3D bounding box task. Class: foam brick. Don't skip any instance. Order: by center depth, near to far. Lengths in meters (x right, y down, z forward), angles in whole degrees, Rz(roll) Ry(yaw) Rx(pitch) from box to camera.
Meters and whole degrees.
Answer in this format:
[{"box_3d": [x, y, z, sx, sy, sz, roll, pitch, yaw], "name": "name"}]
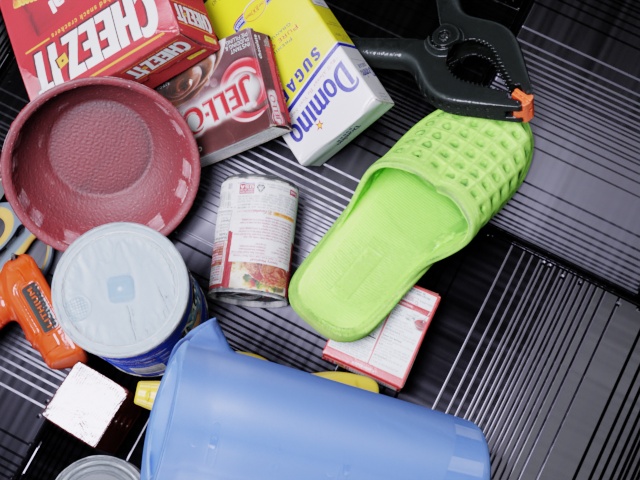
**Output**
[{"box_3d": [-0.183, 0.137, 0.869, 0.051, 0.078, 0.053, 30, 79, 9], "name": "foam brick"}]

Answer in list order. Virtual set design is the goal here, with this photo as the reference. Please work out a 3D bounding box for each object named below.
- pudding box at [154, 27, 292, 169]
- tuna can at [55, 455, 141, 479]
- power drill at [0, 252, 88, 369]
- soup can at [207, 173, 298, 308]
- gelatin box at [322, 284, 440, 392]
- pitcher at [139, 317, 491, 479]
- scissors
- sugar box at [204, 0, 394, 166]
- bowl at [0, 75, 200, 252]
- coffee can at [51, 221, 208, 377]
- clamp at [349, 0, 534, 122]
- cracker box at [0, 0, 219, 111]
[{"box_3d": [-0.086, -0.120, 0.922, 0.114, 0.039, 0.090, -20, 77, 31], "name": "pudding box"}, {"box_3d": [-0.178, 0.220, 0.872, 0.086, 0.034, 0.086, 0, 77, 1], "name": "tuna can"}, {"box_3d": [-0.287, 0.109, 0.860, 0.187, 0.057, 0.184, -28, 79, -15], "name": "power drill"}, {"box_3d": [-0.056, 0.001, 0.905, 0.068, 0.068, 0.102, 5, 76, 2], "name": "soup can"}, {"box_3d": [0.052, 0.073, 0.905, 0.073, 0.030, 0.089, 23, 76, 6], "name": "gelatin box"}, {"box_3d": [-0.009, 0.170, 0.773, 0.242, 0.149, 0.145, 15, 40, -11], "name": "pitcher"}, {"box_3d": [-0.246, -0.044, 0.944, 0.096, 0.016, 0.201, 24, 78, 6], "name": "scissors"}, {"box_3d": [-0.023, -0.162, 0.937, 0.093, 0.048, 0.176, -39, 74, 23], "name": "sugar box"}, {"box_3d": [-0.184, -0.068, 0.897, 0.162, 0.055, 0.162, -5, 117, -10], "name": "bowl"}, {"box_3d": [-0.148, 0.051, 0.856, 0.103, 0.140, 0.103, 0, 77, 1], "name": "coffee can"}, {"box_3d": [0.113, -0.178, 0.938, 0.210, 0.036, 0.164, 35, 78, 27], "name": "clamp"}, {"box_3d": [-0.200, -0.228, 0.927, 0.164, 0.072, 0.214, -26, 76, 24], "name": "cracker box"}]
